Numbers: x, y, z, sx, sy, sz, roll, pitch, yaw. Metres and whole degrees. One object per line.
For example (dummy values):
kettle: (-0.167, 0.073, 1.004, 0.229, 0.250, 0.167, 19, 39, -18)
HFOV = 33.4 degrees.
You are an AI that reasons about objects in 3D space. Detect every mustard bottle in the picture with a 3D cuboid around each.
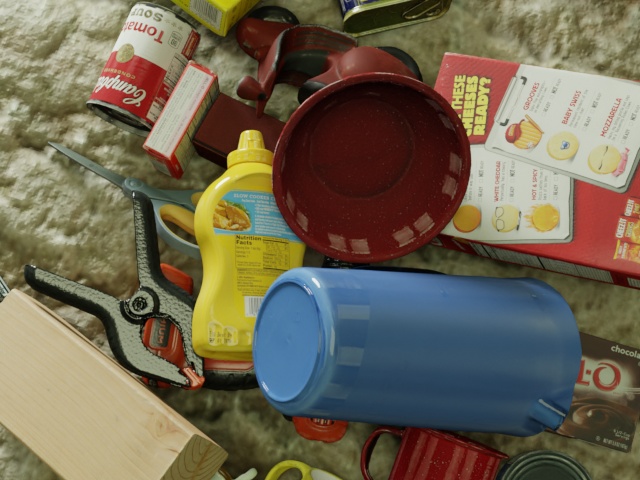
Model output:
mustard bottle: (-0.056, 0.001, 0.876, 0.096, 0.058, 0.191, 5, 73, -23)

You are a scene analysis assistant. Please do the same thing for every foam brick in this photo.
foam brick: (-0.067, -0.087, 0.949, 0.078, 0.053, 0.051, 26, 81, 2)

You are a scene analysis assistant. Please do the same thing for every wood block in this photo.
wood block: (-0.188, 0.140, 0.860, 0.206, 0.090, 0.091, 33, 80, 23)

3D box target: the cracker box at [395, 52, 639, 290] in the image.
cracker box: (0.192, -0.059, 0.907, 0.214, 0.072, 0.164, 12, 79, 23)

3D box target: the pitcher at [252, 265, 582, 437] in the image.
pitcher: (0.069, 0.079, 0.836, 0.242, 0.149, 0.145, 8, 77, -34)

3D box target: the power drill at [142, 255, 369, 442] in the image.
power drill: (-0.054, 0.070, 0.920, 0.187, 0.057, 0.184, 9, 77, 2)

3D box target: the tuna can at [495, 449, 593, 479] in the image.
tuna can: (0.190, 0.221, 0.909, 0.086, 0.034, 0.086, 0, 80, -1)

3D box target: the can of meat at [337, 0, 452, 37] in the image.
can of meat: (0.060, -0.242, 0.975, 0.102, 0.057, 0.084, -13, 78, -4)

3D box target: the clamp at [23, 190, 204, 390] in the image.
clamp: (-0.159, 0.056, 0.871, 0.120, 0.039, 0.171, -29, 80, -5)

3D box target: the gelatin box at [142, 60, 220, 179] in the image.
gelatin box: (-0.120, -0.105, 0.940, 0.030, 0.073, 0.089, 26, 81, 3)

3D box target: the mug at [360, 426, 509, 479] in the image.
mug: (0.088, 0.196, 0.888, 0.117, 0.093, 0.081, 19, 85, 15)

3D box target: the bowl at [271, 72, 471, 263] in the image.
bowl: (0.038, -0.065, 0.868, 0.162, 0.055, 0.162, -3, 115, -6)

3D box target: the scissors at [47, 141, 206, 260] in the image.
scissors: (-0.146, -0.047, 0.952, 0.202, 0.016, 0.096, 38, 40, 28)

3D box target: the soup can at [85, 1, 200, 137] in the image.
soup can: (-0.156, -0.151, 0.950, 0.068, 0.068, 0.102, 23, 80, 3)
